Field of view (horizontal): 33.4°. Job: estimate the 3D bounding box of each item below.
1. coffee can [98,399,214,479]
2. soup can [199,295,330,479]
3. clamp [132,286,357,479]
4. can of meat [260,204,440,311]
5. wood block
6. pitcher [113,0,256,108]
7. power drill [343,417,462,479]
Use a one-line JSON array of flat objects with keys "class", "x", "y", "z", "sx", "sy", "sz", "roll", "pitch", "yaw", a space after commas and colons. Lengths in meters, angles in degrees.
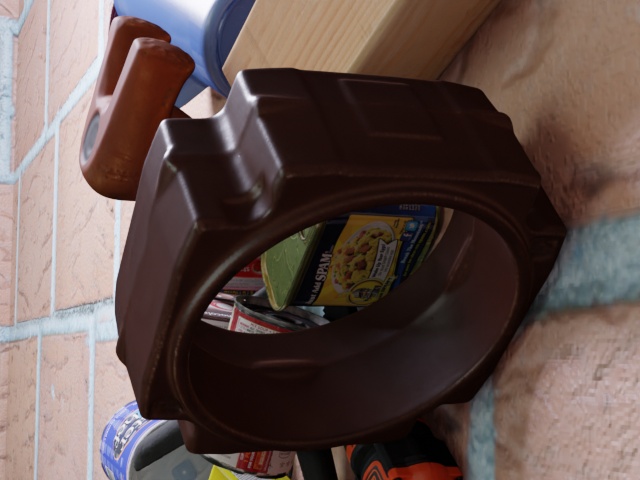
[{"class": "coffee can", "x": -0.148, "y": 0.209, "z": 1.022, "sx": 0.140, "sy": 0.102, "sz": 0.103, "roll": 178, "pitch": 94, "yaw": -68}, {"class": "soup can", "x": -0.037, "y": 0.094, "z": 0.691, "sx": 0.069, "sy": 0.068, "sz": 0.102, "roll": 30, "pitch": 104, "yaw": 65}, {"class": "clamp", "x": -0.019, "y": 0.108, "z": 0.744, "sx": 0.210, "sy": 0.164, "sz": 0.036, "roll": -63, "pitch": -6, "yaw": 9}, {"class": "can of meat", "x": 0.018, "y": -0.002, "z": 0.668, "sx": 0.057, "sy": 0.083, "sz": 0.102, "roll": -109, "pitch": 31, "yaw": -42}, {"class": "wood block", "x": 0.026, "y": -0.134, "z": 0.626, "sx": 0.091, "sy": 0.090, "sz": 0.206, "roll": 62, "pitch": 148, "yaw": 14}, {"class": "pitcher", "x": -0.086, "y": -0.181, "z": 0.880, "sx": 0.243, "sy": 0.144, "sz": 0.149, "roll": -135, "pitch": 37, "yaw": -57}, {"class": "power drill", "x": 0.021, "y": 0.183, "z": 0.660, "sx": 0.188, "sy": 0.057, "sz": 0.184, "roll": -67, "pitch": 31, "yaw": 31}]
